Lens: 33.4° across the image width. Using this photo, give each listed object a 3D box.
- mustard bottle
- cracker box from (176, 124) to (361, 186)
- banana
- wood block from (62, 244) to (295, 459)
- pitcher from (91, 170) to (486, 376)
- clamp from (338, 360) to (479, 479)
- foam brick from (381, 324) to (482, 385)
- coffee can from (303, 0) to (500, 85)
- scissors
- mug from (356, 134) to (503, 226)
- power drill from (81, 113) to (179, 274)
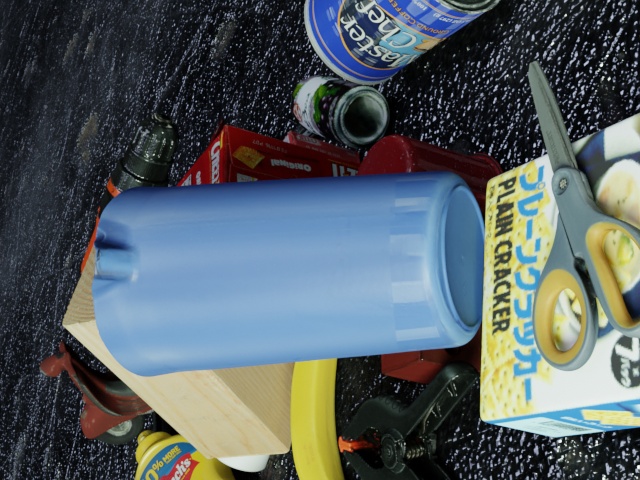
[{"bbox_3d":[-0.122,0.235,0.989,0.096,0.058,0.192,-50,43,-2],"label":"mustard bottle"},{"bbox_3d":[-0.056,0.001,0.917,0.214,0.164,0.072,-44,42,46],"label":"cracker box"},{"bbox_3d":[0.003,0.145,0.881,0.070,0.037,0.198,-37,46,35],"label":"banana"},{"bbox_3d":[-0.103,0.087,0.874,0.090,0.206,0.090,-11,46,28],"label":"wood block"},{"bbox_3d":[-0.015,0.021,0.707,0.243,0.145,0.149,-5,32,26],"label":"pitcher"},{"bbox_3d":[0.067,0.156,0.752,0.172,0.039,0.120,147,123,-61],"label":"clamp"},{"bbox_3d":[0.079,0.059,0.761,0.051,0.052,0.078,-28,54,54],"label":"foam brick"},{"bbox_3d":[0.066,-0.198,0.854,0.141,0.102,0.103,-27,54,55],"label":"coffee can"},{"bbox_3d":[0.131,-0.011,0.595,0.096,0.016,0.202,-58,32,29],"label":"scissors"},{"bbox_3d":[0.081,-0.028,0.768,0.117,0.081,0.093,12,88,62],"label":"mug"},{"bbox_3d":[-0.117,-0.021,1.015,0.185,0.187,0.057,-63,29,26],"label":"power drill"}]
